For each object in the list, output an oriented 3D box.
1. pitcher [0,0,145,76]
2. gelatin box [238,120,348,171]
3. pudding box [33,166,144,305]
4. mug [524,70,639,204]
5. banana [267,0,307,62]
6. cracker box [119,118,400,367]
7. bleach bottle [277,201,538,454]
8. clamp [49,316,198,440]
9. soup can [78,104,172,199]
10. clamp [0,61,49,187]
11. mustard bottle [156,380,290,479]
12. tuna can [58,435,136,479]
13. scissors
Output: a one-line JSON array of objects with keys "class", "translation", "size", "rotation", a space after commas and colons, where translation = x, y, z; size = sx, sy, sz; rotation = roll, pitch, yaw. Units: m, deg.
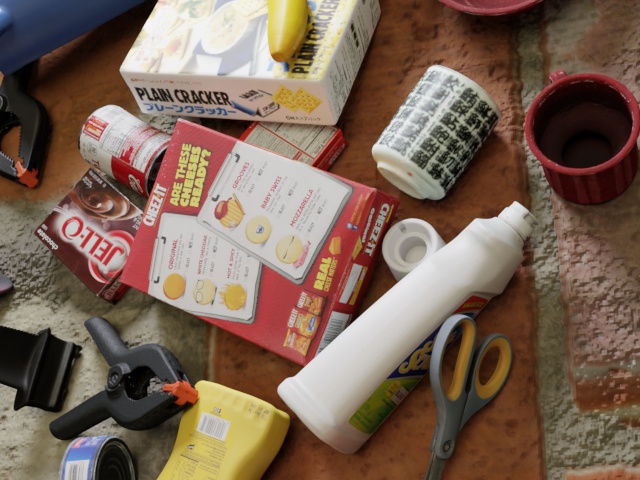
[{"class": "pitcher", "translation": [-0.263, -0.287, 1.134], "size": [0.242, 0.145, 0.149], "rotation": [-27, 72, -6]}, {"class": "gelatin box", "translation": [-0.029, -0.091, 1.031], "size": [0.089, 0.030, 0.073], "rotation": [34, 82, 29]}, {"class": "pudding box", "translation": [-0.216, -0.005, 1.058], "size": [0.114, 0.039, 0.090], "rotation": [39, 86, 29]}, {"class": "mug", "translation": [0.222, -0.091, 0.909], "size": [0.093, 0.081, 0.117], "rotation": [-24, 63, 9]}, {"class": "banana", "translation": [-0.050, -0.236, 1.007], "size": [0.069, 0.037, 0.198], "rotation": [-37, 49, 4]}, {"class": "cracker box", "translation": [-0.056, 0.001, 0.964], "size": [0.214, 0.072, 0.164], "rotation": [21, 92, 26]}, {"class": "bleach bottle", "translation": [0.082, 0.064, 0.883], "size": [0.251, 0.102, 0.068], "rotation": [-46, 62, -1]}, {"class": "clamp", "translation": [-0.182, 0.139, 0.969], "size": [0.172, 0.039, 0.120], "rotation": [11, 81, 46]}, {"class": "soup can", "translation": [-0.184, -0.087, 1.064], "size": [0.102, 0.068, 0.068], "rotation": [29, 81, 28]}, {"class": "clamp", "translation": [-0.344, -0.148, 1.166], "size": [0.164, 0.036, 0.210], "rotation": [-38, 61, -1]}, {"class": "mustard bottle", "translation": [-0.101, 0.222, 0.910], "size": [0.096, 0.058, 0.191], "rotation": [13, 74, 35]}, {"class": "tuna can", "translation": [-0.193, 0.214, 0.933], "size": [0.034, 0.086, 0.086], "rotation": [-8, 66, 15]}, {"class": "scissors", "translation": [0.115, 0.157, 0.874], "size": [0.016, 0.096, 0.202], "rotation": [17, 106, 51]}]
